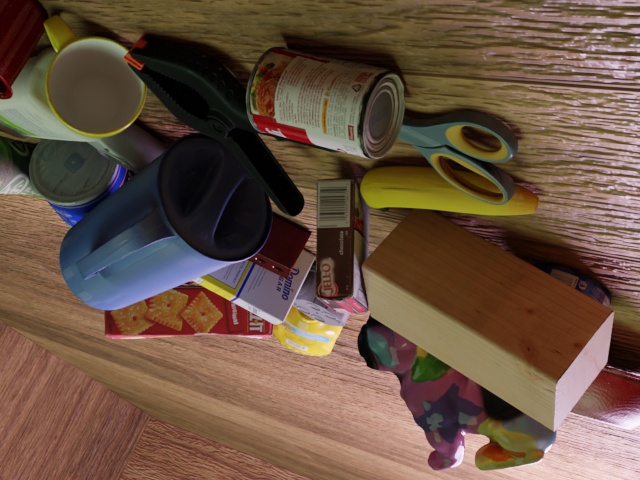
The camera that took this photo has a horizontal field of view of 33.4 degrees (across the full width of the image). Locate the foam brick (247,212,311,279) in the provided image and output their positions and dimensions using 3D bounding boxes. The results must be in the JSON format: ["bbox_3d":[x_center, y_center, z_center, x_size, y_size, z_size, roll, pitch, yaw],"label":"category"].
[{"bbox_3d":[-0.058,0.001,1.216,0.078,0.051,0.053,26,163,0],"label":"foam brick"}]

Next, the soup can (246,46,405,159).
[{"bbox_3d":[0.005,-0.104,0.805,0.102,0.068,0.068,17,160,28],"label":"soup can"}]

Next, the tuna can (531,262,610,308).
[{"bbox_3d":[0.227,0.055,1.001,0.086,0.033,0.086,24,162,8],"label":"tuna can"}]

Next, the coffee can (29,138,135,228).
[{"bbox_3d":[-0.265,-0.060,1.245,0.103,0.102,0.140,21,162,16],"label":"coffee can"}]

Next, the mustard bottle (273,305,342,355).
[{"bbox_3d":[-0.018,0.106,1.444,0.096,0.058,0.192,24,162,2],"label":"mustard bottle"}]

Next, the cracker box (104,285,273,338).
[{"bbox_3d":[-0.172,0.096,1.424,0.213,0.072,0.164,1,177,-5],"label":"cracker box"}]

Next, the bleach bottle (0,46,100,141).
[{"bbox_3d":[-0.314,-0.149,1.134,0.102,0.068,0.251,37,162,-35],"label":"bleach bottle"}]

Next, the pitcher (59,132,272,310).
[{"bbox_3d":[-0.178,-0.005,1.100,0.149,0.145,0.243,24,147,-33],"label":"pitcher"}]

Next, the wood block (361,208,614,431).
[{"bbox_3d":[0.147,0.065,0.959,0.206,0.090,0.091,31,153,29],"label":"wood block"}]

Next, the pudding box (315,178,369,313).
[{"bbox_3d":[0.021,0.007,0.996,0.039,0.113,0.090,0,167,11],"label":"pudding box"}]

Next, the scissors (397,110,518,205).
[{"bbox_3d":[0.069,-0.096,0.821,0.202,0.016,0.096,34,150,2],"label":"scissors"}]

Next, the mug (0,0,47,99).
[{"bbox_3d":[-0.314,-0.193,0.975,0.117,0.081,0.093,22,162,13],"label":"mug"}]

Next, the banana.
[{"bbox_3d":[0.094,-0.043,0.915,0.069,0.037,0.198,8,178,-37],"label":"banana"}]

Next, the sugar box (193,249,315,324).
[{"bbox_3d":[-0.104,0.019,1.262,0.176,0.093,0.048,30,163,-11],"label":"sugar box"}]

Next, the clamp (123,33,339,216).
[{"bbox_3d":[-0.078,-0.103,0.933,0.210,0.036,0.165,32,153,4],"label":"clamp"}]
